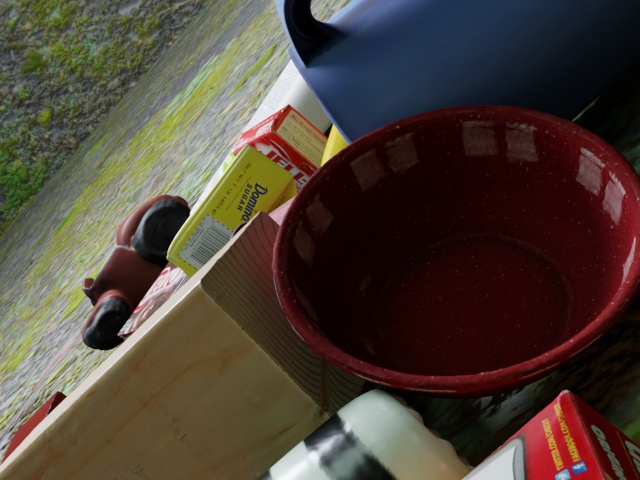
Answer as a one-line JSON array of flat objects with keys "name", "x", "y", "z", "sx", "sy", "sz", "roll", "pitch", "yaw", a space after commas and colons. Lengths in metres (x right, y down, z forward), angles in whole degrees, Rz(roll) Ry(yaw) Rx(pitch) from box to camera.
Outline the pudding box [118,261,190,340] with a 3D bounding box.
[{"name": "pudding box", "x": -0.132, "y": 0.056, "z": 0.971, "sx": 0.090, "sy": 0.039, "sz": 0.114, "roll": -58, "pitch": 19, "yaw": -23}]

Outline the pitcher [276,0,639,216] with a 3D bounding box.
[{"name": "pitcher", "x": 0.105, "y": -0.130, "z": 0.554, "sx": 0.243, "sy": 0.145, "sz": 0.149, "roll": -40, "pitch": -15, "yaw": 10}]

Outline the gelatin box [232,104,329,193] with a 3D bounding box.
[{"name": "gelatin box", "x": -0.016, "y": -0.059, "z": 0.824, "sx": 0.073, "sy": 0.089, "sz": 0.030, "roll": -18, "pitch": 37, "yaw": 60}]

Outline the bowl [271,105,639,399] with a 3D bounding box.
[{"name": "bowl", "x": 0.063, "y": 0.013, "z": 0.470, "sx": 0.162, "sy": 0.055, "sz": 0.162, "roll": -10, "pitch": 47, "yaw": 10}]

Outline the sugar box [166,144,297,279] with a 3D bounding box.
[{"name": "sugar box", "x": -0.055, "y": 0.001, "z": 0.770, "sx": 0.093, "sy": 0.048, "sz": 0.176, "roll": -54, "pitch": -11, "yaw": -7}]

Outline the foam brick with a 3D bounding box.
[{"name": "foam brick", "x": -0.246, "y": 0.186, "z": 0.974, "sx": 0.078, "sy": 0.053, "sz": 0.051, "roll": -41, "pitch": 20, "yaw": 28}]

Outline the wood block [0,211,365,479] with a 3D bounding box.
[{"name": "wood block", "x": -0.077, "y": 0.094, "z": 0.531, "sx": 0.206, "sy": 0.090, "sz": 0.090, "roll": -42, "pitch": 5, "yaw": 27}]

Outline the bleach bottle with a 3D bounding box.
[{"name": "bleach bottle", "x": -0.049, "y": -0.087, "z": 1.014, "sx": 0.251, "sy": 0.068, "sz": 0.103, "roll": -53, "pitch": 17, "yaw": 2}]
